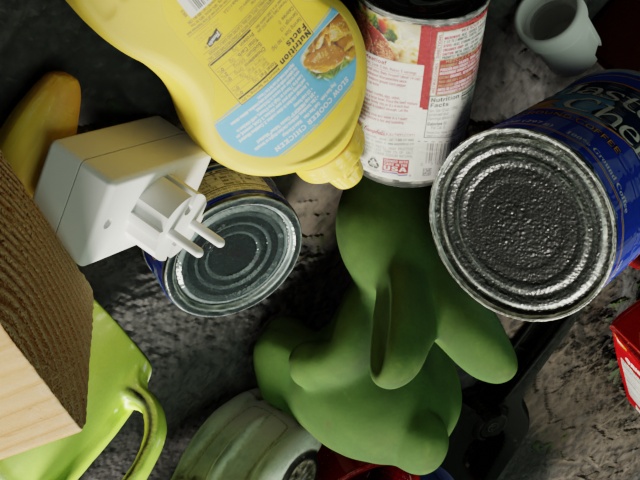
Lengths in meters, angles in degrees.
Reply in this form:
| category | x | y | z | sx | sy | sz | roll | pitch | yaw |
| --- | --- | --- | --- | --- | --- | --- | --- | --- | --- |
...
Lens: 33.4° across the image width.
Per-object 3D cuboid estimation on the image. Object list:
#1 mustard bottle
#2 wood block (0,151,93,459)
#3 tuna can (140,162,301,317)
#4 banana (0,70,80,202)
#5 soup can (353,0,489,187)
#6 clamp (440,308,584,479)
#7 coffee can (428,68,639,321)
| category | x | y | z | sx | sy | sz | roll | pitch | yaw |
| --- | --- | --- | --- | --- | --- | --- | --- | --- | --- |
| mustard bottle | -0.030 | -0.086 | 0.502 | 0.096 | 0.058 | 0.191 | -46 | 133 | -5 |
| wood block | -0.208 | 0.053 | 0.439 | 0.206 | 0.091 | 0.090 | -20 | 127 | 6 |
| tuna can | -0.054 | 0.001 | 0.593 | 0.086 | 0.034 | 0.086 | -19 | 134 | -20 |
| banana | -0.184 | -0.002 | 0.500 | 0.197 | 0.037 | 0.069 | -34 | 138 | -5 |
| soup can | 0.048 | -0.087 | 0.561 | 0.068 | 0.069 | 0.102 | -17 | 134 | -22 |
| clamp | 0.114 | 0.132 | 0.820 | 0.164 | 0.036 | 0.210 | -14 | 133 | -24 |
| coffee can | 0.138 | -0.029 | 0.582 | 0.140 | 0.103 | 0.103 | -29 | 144 | -48 |
